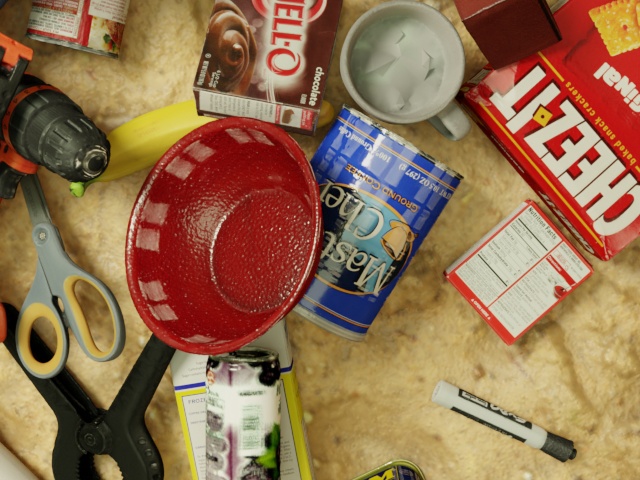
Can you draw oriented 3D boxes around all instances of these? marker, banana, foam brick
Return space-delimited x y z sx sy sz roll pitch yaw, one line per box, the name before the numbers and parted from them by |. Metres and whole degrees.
marker | 0.144 0.142 0.832 0.121 0.020 0.020 26 97 -3
banana | -0.090 -0.077 0.785 0.197 0.070 0.037 -19 135 -7
foam brick | 0.121 -0.160 0.713 0.051 0.078 0.053 -25 64 17

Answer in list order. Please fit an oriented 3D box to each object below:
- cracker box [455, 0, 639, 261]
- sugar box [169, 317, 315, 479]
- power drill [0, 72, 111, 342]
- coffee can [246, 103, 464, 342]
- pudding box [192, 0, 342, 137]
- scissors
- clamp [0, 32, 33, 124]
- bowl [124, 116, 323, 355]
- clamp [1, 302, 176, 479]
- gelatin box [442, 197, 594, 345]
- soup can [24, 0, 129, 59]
cracker box | 0.231 -0.115 0.771 0.214 0.072 0.164 -41 95 6
sugar box | -0.061 0.125 0.820 0.093 0.048 0.176 -9 94 3
power drill | -0.226 -0.025 0.753 0.057 0.185 0.188 15 104 -44
coffee can | 0.024 -0.013 0.771 0.103 0.103 0.140 31 96 -4
pudding box | -0.036 -0.135 0.761 0.090 0.039 0.113 10 64 1
scissors | -0.214 0.015 0.793 0.096 0.016 0.202 -40 71 12
clamp | -0.249 -0.063 0.713 0.039 0.120 0.172 17 135 -40
bowl | -0.055 0.001 0.721 0.162 0.055 0.162 -10 72 31
clamp | -0.177 0.140 0.819 0.165 0.036 0.210 7 106 20
gelatin box | 0.151 0.023 0.812 0.089 0.030 0.073 -42 94 5
soup can | -0.169 -0.188 0.768 0.068 0.068 0.102 13 97 -1
